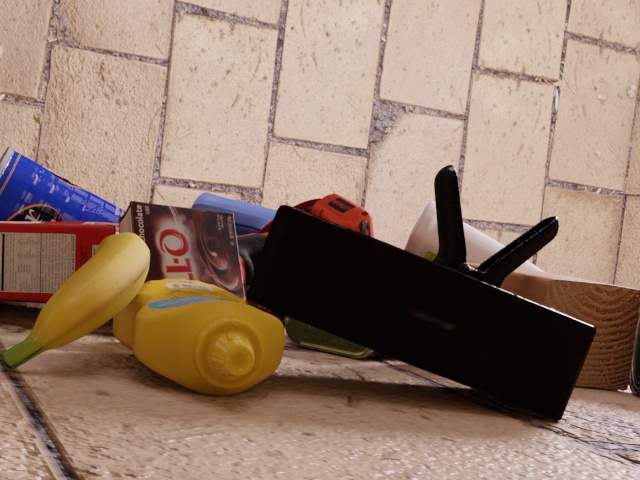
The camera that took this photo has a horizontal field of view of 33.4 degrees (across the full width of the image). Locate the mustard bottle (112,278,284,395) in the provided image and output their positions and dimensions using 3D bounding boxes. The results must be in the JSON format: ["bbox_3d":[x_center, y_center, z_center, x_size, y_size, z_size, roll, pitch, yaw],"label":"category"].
[{"bbox_3d":[-0.075,0.062,0.691,0.096,0.058,0.192,6,1,-18],"label":"mustard bottle"}]

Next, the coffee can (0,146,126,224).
[{"bbox_3d":[-0.275,-0.016,1.071,0.140,0.103,0.103,30,-6,-17],"label":"coffee can"}]

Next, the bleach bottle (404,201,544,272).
[{"bbox_3d":[0.214,0.055,1.197,0.251,0.068,0.103,27,-37,9],"label":"bleach bottle"}]

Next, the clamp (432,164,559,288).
[{"bbox_3d":[0.119,0.023,0.921,0.120,0.171,0.039,33,-8,-5],"label":"clamp"}]

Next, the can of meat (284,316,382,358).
[{"bbox_3d":[0.030,0.072,0.954,0.102,0.057,0.083,7,4,35],"label":"can of meat"}]

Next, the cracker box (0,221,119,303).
[{"bbox_3d":[-0.263,0.019,0.925,0.214,0.072,0.164,1,0,3],"label":"cracker box"}]

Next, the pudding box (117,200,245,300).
[{"bbox_3d":[-0.108,0.029,0.834,0.089,0.113,0.039,7,-32,-31],"label":"pudding box"}]

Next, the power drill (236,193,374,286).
[{"bbox_3d":[-0.057,0.001,1.008,0.187,0.057,0.185,-12,22,-20],"label":"power drill"}]

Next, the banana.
[{"bbox_3d":[-0.149,0.025,0.717,0.070,0.037,0.197,-16,14,13],"label":"banana"}]
